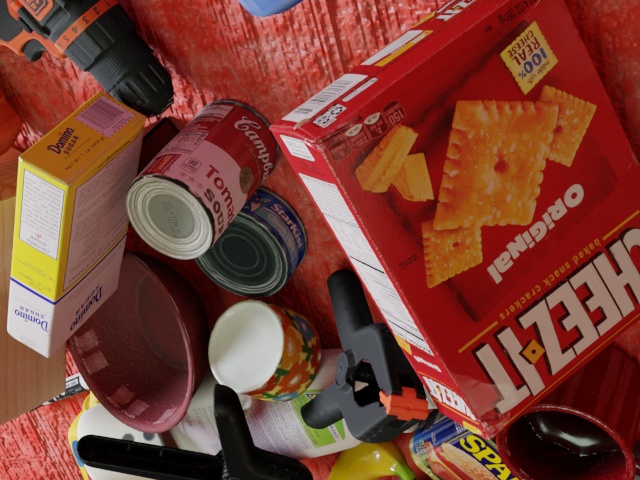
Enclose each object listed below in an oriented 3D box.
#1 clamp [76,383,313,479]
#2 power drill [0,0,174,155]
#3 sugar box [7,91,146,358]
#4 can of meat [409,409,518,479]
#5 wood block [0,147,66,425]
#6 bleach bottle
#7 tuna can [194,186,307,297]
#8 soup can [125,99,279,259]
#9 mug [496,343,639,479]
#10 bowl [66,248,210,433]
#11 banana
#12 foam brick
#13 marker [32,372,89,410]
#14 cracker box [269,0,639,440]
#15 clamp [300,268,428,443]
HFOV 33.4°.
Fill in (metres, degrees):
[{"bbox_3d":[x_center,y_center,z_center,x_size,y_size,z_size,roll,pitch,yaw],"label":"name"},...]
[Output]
[{"bbox_3d":[-0.066,0.180,0.851,0.209,0.036,0.165,33,136,-31],"label":"clamp"},{"bbox_3d":[-0.210,-0.131,0.765,0.188,0.057,0.184,-32,103,39],"label":"power drill"},{"bbox_3d":[-0.172,-0.008,0.744,0.048,0.093,0.176,30,134,8],"label":"sugar box"},{"bbox_3d":[0.130,0.161,0.814,0.102,0.057,0.084,42,137,-7],"label":"can of meat"},{"bbox_3d":[-0.268,0.038,0.867,0.091,0.090,0.206,26,123,30],"label":"wood block"},{"bbox_3d":[-0.008,0.137,0.868,0.251,0.068,0.102,-11,120,32],"label":"bleach bottle"},{"bbox_3d":[-0.055,0.001,0.801,0.086,0.033,0.086,15,131,18],"label":"tuna can"},{"bbox_3d":[-0.080,-0.043,0.731,0.069,0.102,0.068,15,131,18],"label":"soup can"},{"bbox_3d":[0.188,0.124,0.733,0.117,0.081,0.093,19,132,15],"label":"mug"},{"bbox_3d":[-0.141,0.073,0.871,0.162,0.055,0.162,17,116,37],"label":"bowl"},{"bbox_3d":[0.030,0.214,0.909,0.037,0.069,0.198,5,144,-16],"label":"banana"},{"bbox_3d":[-0.136,-0.048,0.794,0.078,0.051,0.053,-22,113,39],"label":"foam brick"},{"bbox_3d":[-0.252,0.145,1.037,0.121,0.020,0.020,-23,112,40],"label":"marker"},{"bbox_3d":[0.097,-0.019,0.608,0.213,0.164,0.072,59,168,-21],"label":"cracker box"},{"bbox_3d":[0.029,0.080,0.731,0.039,0.120,0.172,4,178,-22],"label":"clamp"}]
